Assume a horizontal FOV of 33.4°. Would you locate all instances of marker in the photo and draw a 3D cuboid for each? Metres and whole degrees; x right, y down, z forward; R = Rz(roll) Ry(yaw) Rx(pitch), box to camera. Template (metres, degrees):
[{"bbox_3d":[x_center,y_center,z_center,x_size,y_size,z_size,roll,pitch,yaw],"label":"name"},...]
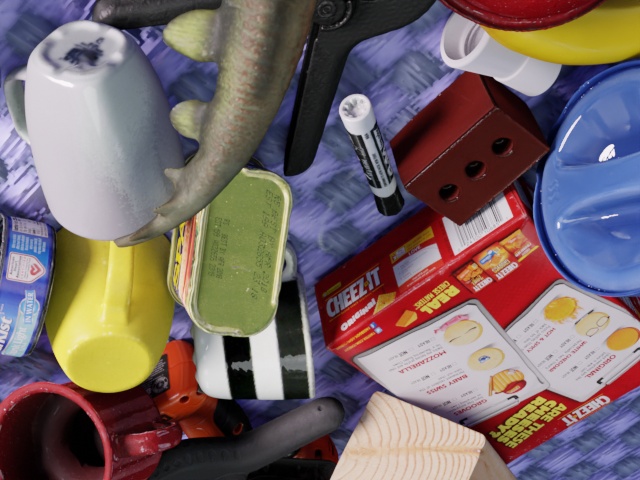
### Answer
[{"bbox_3d":[0.033,-0.049,0.655,0.020,0.020,0.121,-18,150,5],"label":"marker"}]

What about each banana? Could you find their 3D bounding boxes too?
[{"bbox_3d":[0.169,-0.133,0.599,0.197,0.037,0.069,-19,122,-15],"label":"banana"}]

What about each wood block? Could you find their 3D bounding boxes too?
[{"bbox_3d":[0.089,0.197,0.803,0.091,0.090,0.206,19,163,28],"label":"wood block"}]

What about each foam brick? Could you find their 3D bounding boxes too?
[{"bbox_3d":[0.090,-0.058,0.657,0.053,0.051,0.078,30,120,-32],"label":"foam brick"}]

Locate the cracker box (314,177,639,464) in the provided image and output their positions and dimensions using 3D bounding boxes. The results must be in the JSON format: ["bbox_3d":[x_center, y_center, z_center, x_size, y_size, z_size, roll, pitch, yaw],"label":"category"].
[{"bbox_3d":[0.127,0.058,0.756,0.164,0.072,0.213,-36,129,22],"label":"cracker box"}]

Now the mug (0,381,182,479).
[{"bbox_3d":[-0.144,0.131,0.695,0.117,0.093,0.081,-11,178,21],"label":"mug"}]

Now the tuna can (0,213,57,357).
[{"bbox_3d":[-0.189,0.028,0.658,0.033,0.086,0.086,12,128,-23],"label":"tuna can"}]

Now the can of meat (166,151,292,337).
[{"bbox_3d":[-0.054,0.001,0.633,0.057,0.084,0.102,6,98,-16],"label":"can of meat"}]

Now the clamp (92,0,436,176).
[{"bbox_3d":[0.004,-0.127,0.589,0.210,0.036,0.164,-30,131,20],"label":"clamp"}]

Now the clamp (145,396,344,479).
[{"bbox_3d":[-0.058,0.154,0.752,0.171,0.039,0.120,-7,137,-15],"label":"clamp"}]

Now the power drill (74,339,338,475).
[{"bbox_3d":[-0.103,0.166,0.820,0.184,0.057,0.187,-31,133,12],"label":"power drill"}]
